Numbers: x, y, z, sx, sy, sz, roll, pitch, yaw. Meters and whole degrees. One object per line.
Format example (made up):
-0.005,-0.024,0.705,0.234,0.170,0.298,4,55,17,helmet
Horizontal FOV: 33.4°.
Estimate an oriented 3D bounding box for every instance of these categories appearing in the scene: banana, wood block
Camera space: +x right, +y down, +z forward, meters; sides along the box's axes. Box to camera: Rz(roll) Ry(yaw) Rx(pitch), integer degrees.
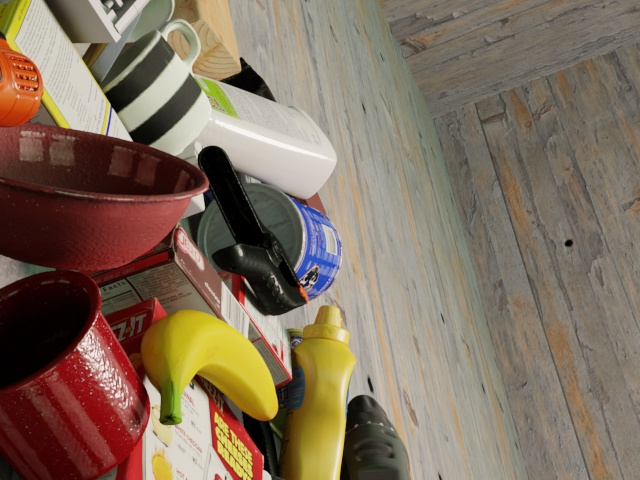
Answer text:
-0.069,0.079,0.658,0.197,0.037,0.069,28,55,-73,banana
-0.146,-0.247,1.003,0.090,0.091,0.206,47,26,-60,wood block

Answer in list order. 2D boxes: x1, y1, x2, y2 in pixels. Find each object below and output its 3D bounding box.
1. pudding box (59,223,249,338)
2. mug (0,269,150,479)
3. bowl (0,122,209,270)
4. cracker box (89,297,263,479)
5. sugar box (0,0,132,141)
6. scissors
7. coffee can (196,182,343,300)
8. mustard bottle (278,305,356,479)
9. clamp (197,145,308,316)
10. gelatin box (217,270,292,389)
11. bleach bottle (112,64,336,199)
-0.111,0.047,0.721,0.039,0.090,0.113,-93,160,-45,pudding box
-0.142,0.069,0.570,0.117,0.093,0.081,-97,167,-54,mug
-0.148,-0.023,0.615,0.162,0.162,0.055,-56,159,-74,bowl
-0.099,0.167,0.636,0.213,0.072,0.164,-93,159,-54,cracker box
-0.178,-0.082,0.734,0.093,0.048,0.176,-92,162,-51,sugar box
-0.144,-0.193,0.835,0.016,0.096,0.201,34,55,-22,scissors
-0.045,0.006,1.020,0.140,0.103,0.103,22,50,-73,coffee can
-0.004,0.149,0.914,0.096,0.058,0.191,117,-18,-70,mustard bottle
-0.056,0.001,0.879,0.171,0.039,0.120,57,21,-58,clamp
-0.057,0.073,0.893,0.089,0.030,0.073,58,10,-24,gelatin box
-0.097,-0.111,0.965,0.250,0.068,0.103,19,26,-48,bleach bottle
